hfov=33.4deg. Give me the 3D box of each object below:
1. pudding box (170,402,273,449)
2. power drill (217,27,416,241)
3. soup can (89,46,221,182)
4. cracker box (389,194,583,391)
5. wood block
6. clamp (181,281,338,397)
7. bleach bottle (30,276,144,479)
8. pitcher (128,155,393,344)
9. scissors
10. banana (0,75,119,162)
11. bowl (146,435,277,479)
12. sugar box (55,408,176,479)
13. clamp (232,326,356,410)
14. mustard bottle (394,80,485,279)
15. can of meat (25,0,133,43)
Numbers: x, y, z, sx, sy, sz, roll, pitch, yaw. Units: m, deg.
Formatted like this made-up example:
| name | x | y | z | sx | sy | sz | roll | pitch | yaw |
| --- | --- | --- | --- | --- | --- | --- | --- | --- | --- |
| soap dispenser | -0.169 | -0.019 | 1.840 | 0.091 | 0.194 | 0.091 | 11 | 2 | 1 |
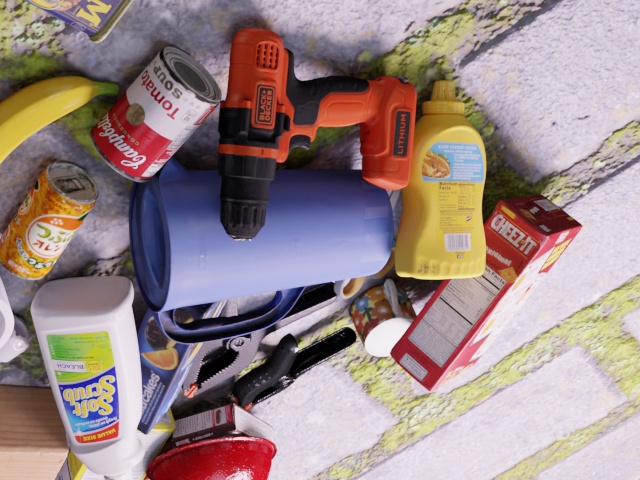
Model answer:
| name | x | y | z | sx | sy | sz | roll | pitch | yaw |
| --- | --- | --- | --- | --- | --- | --- | --- | --- | --- |
| pudding box | -0.118 | 0.239 | 1.297 | 0.090 | 0.039 | 0.113 | -19 | 152 | 15 |
| power drill | -0.005 | -0.088 | 0.962 | 0.187 | 0.057 | 0.184 | 3 | 96 | -34 |
| soup can | -0.142 | -0.109 | 0.924 | 0.102 | 0.068 | 0.068 | -44 | 135 | 21 |
| cracker box | 0.182 | 0.053 | 1.173 | 0.214 | 0.072 | 0.164 | -56 | 162 | 19 |
| wood block | -0.385 | 0.213 | 1.132 | 0.205 | 0.090 | 0.091 | 9 | 130 | -32 |
| clamp | -0.086 | 0.100 | 1.193 | 0.164 | 0.036 | 0.210 | 13 | 126 | -35 |
| bleach bottle | -0.225 | 0.158 | 1.110 | 0.102 | 0.068 | 0.251 | -2 | 122 | 7 |
| pitcher | -0.057 | 0.001 | 1.034 | 0.242 | 0.145 | 0.149 | -5 | 153 | -25 |
| scissors | 0.076 | -0.017 | 1.143 | 0.096 | 0.016 | 0.202 | -9 | 137 | -49 |
| banana | -0.266 | -0.085 | 0.916 | 0.198 | 0.037 | 0.069 | -34 | 137 | 11 |
| bowl | -0.126 | 0.290 | 1.283 | 0.162 | 0.055 | 0.162 | -10 | 151 | -6 |
| sugar box | -0.251 | 0.260 | 1.279 | 0.093 | 0.048 | 0.176 | 9 | 133 | -33 |
| clamp | -0.049 | 0.149 | 1.238 | 0.172 | 0.039 | 0.120 | -38 | 151 | 24 |
| mustard bottle | 0.119 | -0.060 | 1.044 | 0.096 | 0.058 | 0.191 | -1 | 93 | -33 |
| can of meat | -0.181 | -0.214 | 0.807 | 0.083 | 0.057 | 0.102 | 25 | 119 | -38 |
